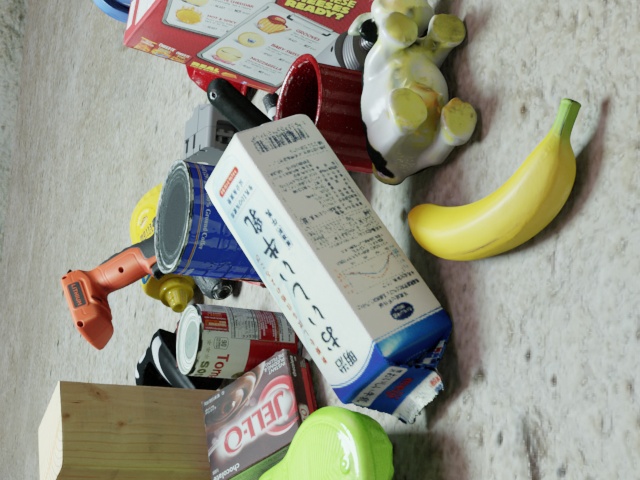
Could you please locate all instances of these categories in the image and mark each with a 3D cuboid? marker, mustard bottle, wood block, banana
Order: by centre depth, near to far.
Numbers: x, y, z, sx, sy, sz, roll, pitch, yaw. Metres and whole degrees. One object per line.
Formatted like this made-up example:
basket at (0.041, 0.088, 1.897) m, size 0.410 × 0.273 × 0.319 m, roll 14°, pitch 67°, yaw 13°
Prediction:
banana at (0.111, -0.021, 0.703) m, size 0.198 × 0.037 × 0.069 m, roll -36°, pitch 34°, yaw 57°
wood block at (-0.156, 0.201, 1.024) m, size 0.091 × 0.205 × 0.090 m, roll 122°, pitch 146°, yaw -43°
marker at (-0.040, -0.110, 1.080) m, size 0.121 × 0.020 × 0.020 m, roll -107°, pitch 33°, yaw -42°
mustard bottle at (-0.191, 0.019, 1.330) m, size 0.096 × 0.058 × 0.192 m, roll -49°, pitch 38°, yaw 24°

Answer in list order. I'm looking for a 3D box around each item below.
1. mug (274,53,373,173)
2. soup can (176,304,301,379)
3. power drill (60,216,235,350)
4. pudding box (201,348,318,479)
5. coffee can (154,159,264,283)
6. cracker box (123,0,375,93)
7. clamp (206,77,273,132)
mug at (0.012, -0.103, 0.885) m, size 0.117 × 0.081 × 0.093 m, roll -143°, pitch 63°, yaw -63°
soup can at (-0.077, 0.097, 1.003) m, size 0.069 × 0.102 × 0.068 m, roll -173°, pitch 90°, yaw -66°
power drill at (-0.196, 0.044, 1.224) m, size 0.057 × 0.187 × 0.184 m, roll 59°, pitch 178°, yaw -41°
pudding box at (-0.053, 0.164, 0.964) m, size 0.114 × 0.039 × 0.090 m, roll -37°, pitch 46°, yaw 28°
coffee can at (-0.068, -0.013, 0.967) m, size 0.103 × 0.140 × 0.103 m, roll -173°, pitch 90°, yaw -66°
cracker box at (-0.063, -0.223, 0.966) m, size 0.214 × 0.164 × 0.072 m, roll -29°, pitch 51°, yaw 56°
clamp at (-0.030, -0.076, 0.926) m, size 0.039 × 0.120 × 0.171 m, roll -49°, pitch 56°, yaw 34°
